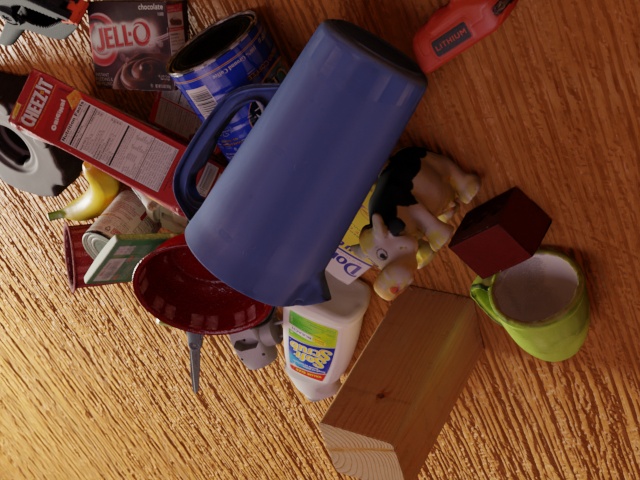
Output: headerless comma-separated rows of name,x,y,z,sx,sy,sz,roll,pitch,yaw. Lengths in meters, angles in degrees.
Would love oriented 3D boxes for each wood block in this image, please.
wood block,0.092,0.156,1.159,0.091,0.205,0.090,11,138,31

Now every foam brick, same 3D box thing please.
foam brick,0.173,-0.006,1.037,0.051,0.053,0.078,43,143,-12

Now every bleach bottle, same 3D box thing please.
bleach bottle,0.003,0.131,1.328,0.103,0.068,0.251,24,146,16

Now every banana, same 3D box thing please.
banana,-0.285,-0.059,1.336,0.198,0.069,0.037,-38,73,56

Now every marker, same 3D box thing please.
marker,-0.224,-0.078,1.262,0.121,0.020,0.020,48,155,35

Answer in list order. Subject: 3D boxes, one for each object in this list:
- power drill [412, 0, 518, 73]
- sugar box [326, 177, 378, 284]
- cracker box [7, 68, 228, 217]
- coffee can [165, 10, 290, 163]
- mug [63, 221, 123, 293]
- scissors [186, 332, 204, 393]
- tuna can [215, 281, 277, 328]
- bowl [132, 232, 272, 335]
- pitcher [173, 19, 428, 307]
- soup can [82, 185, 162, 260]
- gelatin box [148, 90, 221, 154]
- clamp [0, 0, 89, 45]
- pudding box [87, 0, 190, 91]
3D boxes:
power drill,0.057,-0.228,0.869,0.187,0.057,0.185,46,143,-15
sugar box,0.040,-0.022,1.133,0.093,0.048,0.176,38,143,-5
cracker box,-0.206,-0.097,1.157,0.214,0.072,0.164,27,-179,9
coffee can,-0.070,-0.136,1.040,0.103,0.102,0.140,-6,128,43
mug,-0.289,0.025,1.397,0.081,0.093,0.117,-6,145,-19
scissors,-0.146,0.128,1.389,0.096,0.016,0.202,-1,127,16
tuna can,-0.095,0.067,1.311,0.034,0.086,0.086,-13,123,48
bowl,-0.130,0.039,1.219,0.162,0.055,0.162,4,138,3
pitcher,-0.019,-0.076,0.954,0.149,0.145,0.243,21,112,-29
soup can,-0.236,-0.019,1.310,0.068,0.102,0.068,22,143,17
gelatin box,-0.131,-0.143,1.128,0.089,0.030,0.073,27,123,10
clamp,-0.329,-0.253,1.116,0.210,0.036,0.164,12,162,40
pudding box,-0.184,-0.200,1.087,0.114,0.039,0.090,7,110,31
